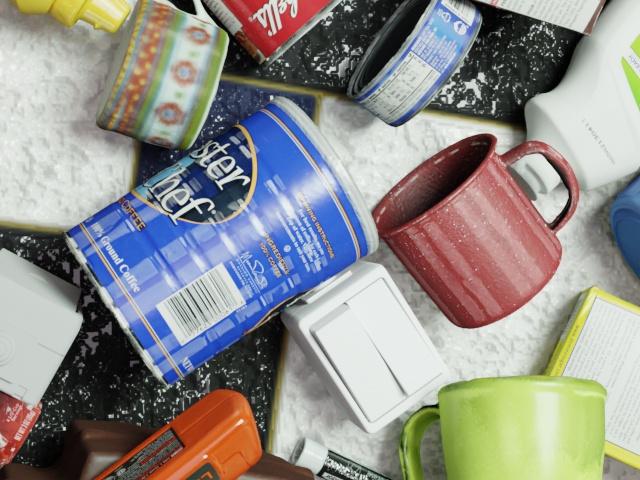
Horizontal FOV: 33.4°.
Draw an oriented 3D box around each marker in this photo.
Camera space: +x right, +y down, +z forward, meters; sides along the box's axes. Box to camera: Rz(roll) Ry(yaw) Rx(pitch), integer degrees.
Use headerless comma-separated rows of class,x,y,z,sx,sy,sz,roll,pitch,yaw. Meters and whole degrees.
marker,0.039,0.153,0.654,0.121,0.020,0.020,27,86,-12

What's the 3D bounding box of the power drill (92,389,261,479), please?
power drill,-0.021,0.169,0.528,0.184,0.057,0.187,-36,105,-15

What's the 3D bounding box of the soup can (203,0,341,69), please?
soup can,-0.040,-0.157,0.602,0.068,0.068,0.102,-43,99,-8

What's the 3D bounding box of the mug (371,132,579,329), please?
mug,0.096,-0.010,0.622,0.117,0.093,0.081,-36,105,13

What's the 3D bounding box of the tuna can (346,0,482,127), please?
tuna can,0.054,-0.108,0.615,0.033,0.086,0.086,35,84,-13

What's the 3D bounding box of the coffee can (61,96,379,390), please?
coffee can,-0.054,0.001,0.585,0.140,0.103,0.103,-34,99,-10
